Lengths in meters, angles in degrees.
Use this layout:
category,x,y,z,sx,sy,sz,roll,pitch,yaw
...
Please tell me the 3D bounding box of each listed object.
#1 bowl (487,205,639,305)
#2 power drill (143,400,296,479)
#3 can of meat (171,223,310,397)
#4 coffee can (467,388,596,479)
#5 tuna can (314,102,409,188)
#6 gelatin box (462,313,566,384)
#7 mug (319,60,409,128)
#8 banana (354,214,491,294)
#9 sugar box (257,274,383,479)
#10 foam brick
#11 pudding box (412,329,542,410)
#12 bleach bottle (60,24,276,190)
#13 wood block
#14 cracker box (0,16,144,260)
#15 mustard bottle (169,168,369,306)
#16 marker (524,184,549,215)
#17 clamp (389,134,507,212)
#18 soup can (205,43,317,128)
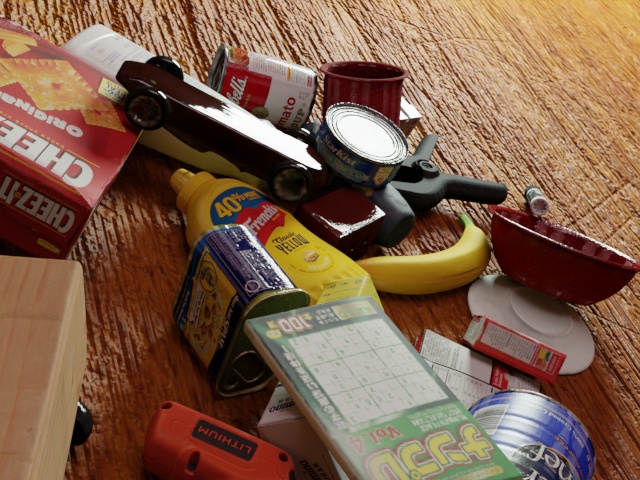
category,x,y,z,sx,sy,sz,roll,pitch,yaw
bowl,0.227,0.020,1.031,0.162,0.055,0.162,20,10,-4
power drill,-0.105,0.179,0.629,0.184,0.057,0.187,24,35,5
can of meat,-0.063,0.050,0.791,0.057,0.102,0.084,-8,44,-38
coffee can,0.122,0.181,0.728,0.103,0.103,0.140,32,34,10
tuna can,0.037,-0.089,0.995,0.086,0.034,0.086,19,37,-15
gelatin box,0.163,0.090,0.907,0.073,0.030,0.089,25,-1,3
mug,0.040,-0.142,1.124,0.093,0.081,0.117,-3,22,-16
banana,0.107,0.021,1.001,0.070,0.037,0.197,25,28,33
sugar box,0.015,0.110,0.767,0.048,0.093,0.176,-15,25,21
foam brick,0.012,-0.009,0.962,0.051,0.053,0.078,39,37,19
pudding box,0.119,0.129,0.855,0.113,0.039,0.090,24,34,1
bleach bottle,-0.127,-0.111,1.006,0.251,0.068,0.102,29,34,1
wood block,-0.185,0.107,0.569,0.090,0.090,0.206,4,39,-5
cracker box,-0.238,-0.090,0.864,0.164,0.072,0.213,29,27,-9
mustard bottle,-0.056,0.001,0.901,0.192,0.058,0.096,39,39,20
marker,0.232,-0.044,1.146,0.020,0.020,0.121,27,12,2
clamp,0.103,-0.071,1.120,0.171,0.039,0.120,-5,34,-38
soup can,-0.062,-0.157,1.104,0.102,0.069,0.068,13,35,-19
